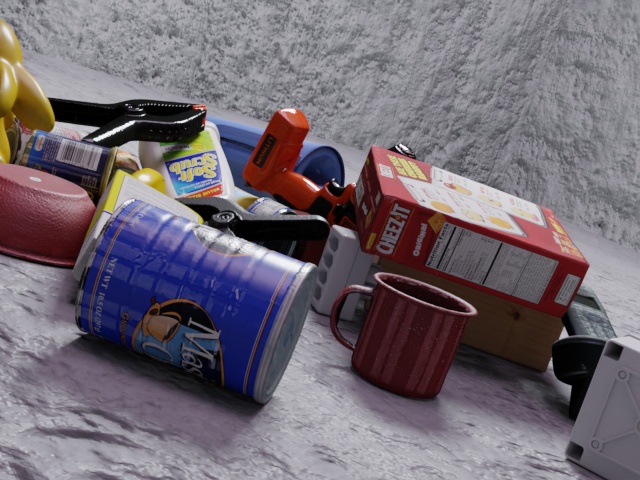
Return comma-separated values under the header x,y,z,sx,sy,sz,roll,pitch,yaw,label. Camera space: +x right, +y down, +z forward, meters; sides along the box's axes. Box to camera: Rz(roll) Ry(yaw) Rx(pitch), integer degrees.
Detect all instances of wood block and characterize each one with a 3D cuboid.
x,y,z,sx,sy,sz,roll,pitch,yaw,label
0.160,0.061,1.173,0.206,0.091,0.090,20,10,1,wood block

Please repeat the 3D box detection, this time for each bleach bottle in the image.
x,y,z,sx,sy,sz,roll,pitch,yaw,label
-0.133,-0.051,1.189,0.102,0.068,0.251,-3,33,-21,bleach bottle

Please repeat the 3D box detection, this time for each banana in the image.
x,y,z,sx,sy,sz,roll,pitch,yaw,label
-0.188,-0.045,1.090,0.037,0.069,0.198,55,-1,-4,banana

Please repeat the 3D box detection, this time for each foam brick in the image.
x,y,z,sx,sy,sz,roll,pitch,yaw,label
-0.020,0.002,1.163,0.051,0.053,0.078,10,14,-39,foam brick

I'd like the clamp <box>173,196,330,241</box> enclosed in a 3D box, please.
x,y,z,sx,sy,sz,roll,pitch,yaw,label
-0.079,-0.011,1.024,0.172,0.039,0.120,27,38,36,clamp

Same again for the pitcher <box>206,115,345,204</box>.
x,y,z,sx,sy,sz,roll,pitch,yaw,label
-0.100,-0.102,1.467,0.243,0.149,0.144,21,27,31,pitcher

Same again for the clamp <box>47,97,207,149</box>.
x,y,z,sx,sy,sz,roll,pitch,yaw,label
-0.223,-0.135,1.189,0.165,0.036,0.209,29,29,37,clamp

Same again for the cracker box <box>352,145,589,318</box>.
x,y,z,sx,sy,sz,roll,pitch,yaw,label
0.144,-0.010,1.076,0.213,0.072,0.164,18,19,-8,cracker box

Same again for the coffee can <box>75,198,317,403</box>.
x,y,z,sx,sy,sz,roll,pitch,yaw,label
-0.085,0.041,0.749,0.140,0.103,0.102,20,9,8,coffee can

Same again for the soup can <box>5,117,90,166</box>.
x,y,z,sx,sy,sz,roll,pitch,yaw,label
-0.312,-0.098,1.214,0.102,0.068,0.069,10,13,-41,soup can

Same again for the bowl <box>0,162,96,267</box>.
x,y,z,sx,sy,sz,roll,pitch,yaw,label
-0.261,-0.029,0.957,0.162,0.055,0.162,18,9,-3,bowl

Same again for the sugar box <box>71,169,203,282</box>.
x,y,z,sx,sy,sz,roll,pitch,yaw,label
-0.150,0.004,0.899,0.093,0.048,0.176,30,18,-14,sugar box

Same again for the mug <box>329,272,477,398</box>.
x,y,z,sx,sy,sz,roll,pitch,yaw,label
0.064,0.078,0.905,0.117,0.081,0.093,19,9,-3,mug

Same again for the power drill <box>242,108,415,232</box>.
x,y,z,sx,sy,sz,roll,pitch,yaw,label
0.007,-0.069,1.217,0.188,0.185,0.057,45,26,28,power drill

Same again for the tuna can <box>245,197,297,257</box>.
x,y,z,sx,sy,sz,roll,pitch,yaw,label
-0.057,0.001,1.095,0.034,0.086,0.086,25,11,24,tuna can

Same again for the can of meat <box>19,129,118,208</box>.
x,y,z,sx,sy,sz,roll,pitch,yaw,label
-0.250,-0.061,1.056,0.084,0.057,0.102,15,-28,-9,can of meat
